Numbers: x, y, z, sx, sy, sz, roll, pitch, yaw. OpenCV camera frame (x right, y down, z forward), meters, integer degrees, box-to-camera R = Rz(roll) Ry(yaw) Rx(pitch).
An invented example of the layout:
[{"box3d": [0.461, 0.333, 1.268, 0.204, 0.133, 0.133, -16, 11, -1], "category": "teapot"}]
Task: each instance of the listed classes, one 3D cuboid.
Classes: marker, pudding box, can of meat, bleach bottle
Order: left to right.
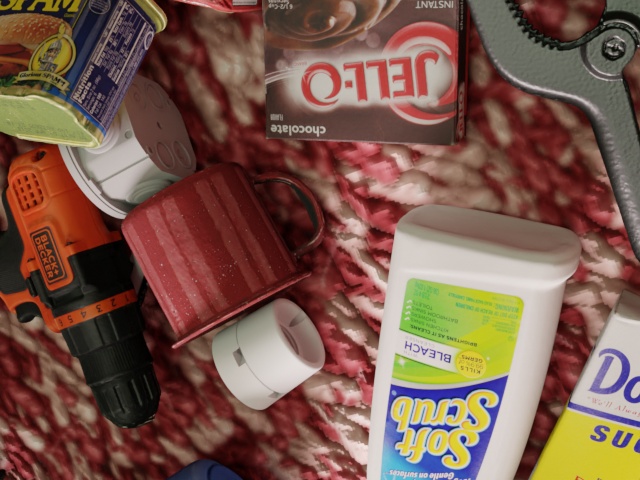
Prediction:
[{"box3d": [-0.148, -0.102, 0.596, 0.102, 0.057, 0.084, 10, 69, 34], "category": "can of meat"}, {"box3d": [-0.121, 0.030, 0.695, 0.020, 0.020, 0.121, 27, 112, 13], "category": "marker"}, {"box3d": [0.025, -0.101, 0.592, 0.114, 0.039, 0.090, 4, 103, 20], "category": "pudding box"}, {"box3d": [0.079, 0.111, 0.615, 0.103, 0.068, 0.251, 12, 110, 21], "category": "bleach bottle"}]

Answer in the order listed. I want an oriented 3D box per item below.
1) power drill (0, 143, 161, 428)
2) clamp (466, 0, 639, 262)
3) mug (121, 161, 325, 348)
[{"box3d": [-0.199, 0.049, 0.698, 0.188, 0.057, 0.184, -19, 90, 28], "category": "power drill"}, {"box3d": [0.147, -0.089, 0.541, 0.210, 0.036, 0.165, 30, 113, 2], "category": "clamp"}, {"box3d": [-0.054, 0.001, 0.631, 0.117, 0.093, 0.081, -28, 87, -6], "category": "mug"}]
